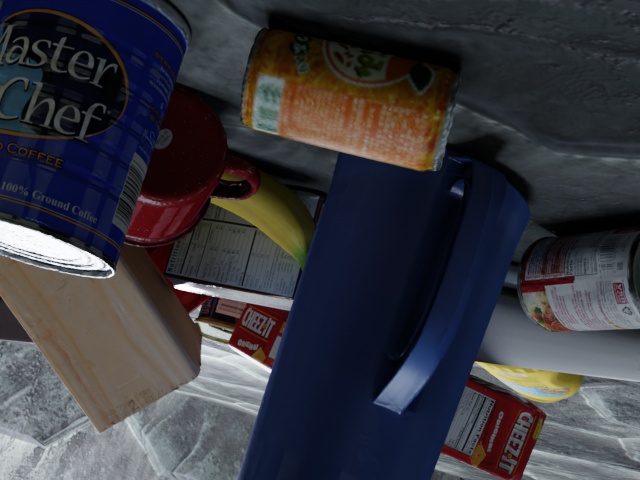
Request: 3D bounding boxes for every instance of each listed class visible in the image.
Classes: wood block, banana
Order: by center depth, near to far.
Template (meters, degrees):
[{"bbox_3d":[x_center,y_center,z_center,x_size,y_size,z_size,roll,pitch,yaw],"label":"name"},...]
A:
[{"bbox_3d":[-0.081,-0.038,0.764,0.197,0.069,0.037,24,123,-8],"label":"banana"},{"bbox_3d":[-0.179,0.024,0.789,0.206,0.090,0.091,59,-176,-15],"label":"wood block"}]

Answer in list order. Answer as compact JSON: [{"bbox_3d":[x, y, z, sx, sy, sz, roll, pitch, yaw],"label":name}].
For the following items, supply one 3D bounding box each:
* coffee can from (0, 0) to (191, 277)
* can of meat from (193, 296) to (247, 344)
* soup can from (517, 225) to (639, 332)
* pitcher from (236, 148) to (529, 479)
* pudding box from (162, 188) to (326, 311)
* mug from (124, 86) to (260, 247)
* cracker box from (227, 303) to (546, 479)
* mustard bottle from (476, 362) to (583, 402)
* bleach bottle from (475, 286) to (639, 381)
[{"bbox_3d":[-0.138,-0.063,0.572,0.103,0.140,0.103,14,166,4],"label":"coffee can"},{"bbox_3d":[-0.086,0.057,1.072,0.057,0.084,0.102,15,166,2],"label":"can of meat"},{"bbox_3d":[0.191,0.026,0.713,0.068,0.068,0.102,23,163,-29],"label":"soup can"},{"bbox_3d":[0.039,0.064,0.661,0.145,0.242,0.149,9,157,29],"label":"pitcher"},{"bbox_3d":[-0.055,0.001,0.823,0.114,0.090,0.039,10,164,18],"label":"pudding box"},{"bbox_3d":[-0.096,-0.047,0.696,0.117,0.093,0.082,13,162,-14],"label":"mug"},{"bbox_3d":[0.055,0.113,0.876,0.213,0.072,0.164,28,175,-34],"label":"cracker box"},{"bbox_3d":[0.211,0.122,1.066,0.096,0.058,0.191,5,162,29],"label":"mustard bottle"},{"bbox_3d":[0.227,0.082,0.883,0.251,0.068,0.102,10,-172,0],"label":"bleach bottle"}]
